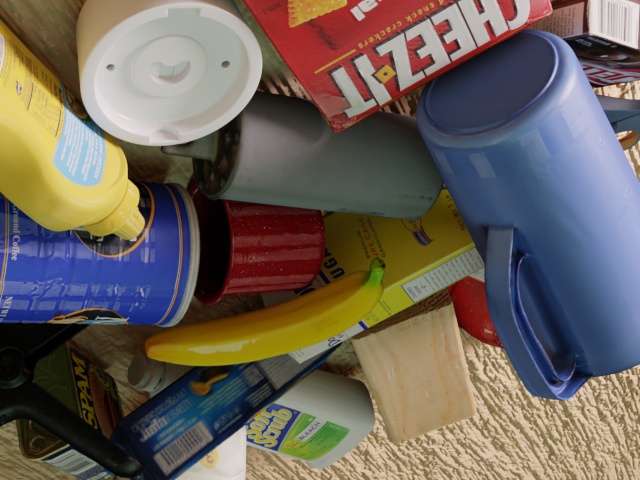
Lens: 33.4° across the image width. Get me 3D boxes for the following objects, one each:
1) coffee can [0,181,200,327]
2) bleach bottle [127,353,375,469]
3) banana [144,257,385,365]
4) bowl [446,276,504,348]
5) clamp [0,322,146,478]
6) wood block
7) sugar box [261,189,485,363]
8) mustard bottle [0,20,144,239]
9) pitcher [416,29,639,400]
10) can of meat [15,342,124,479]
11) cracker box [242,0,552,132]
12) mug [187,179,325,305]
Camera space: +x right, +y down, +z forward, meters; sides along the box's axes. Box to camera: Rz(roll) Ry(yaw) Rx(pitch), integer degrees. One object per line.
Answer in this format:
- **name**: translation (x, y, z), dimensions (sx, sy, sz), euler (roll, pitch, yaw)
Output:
- **coffee can**: translation (-0.166, 0.006, 0.725), dimensions (0.140, 0.103, 0.103), euler (4, 136, -29)
- **bleach bottle**: translation (-0.070, 0.149, 0.986), dimensions (0.250, 0.068, 0.103), euler (20, 130, -38)
- **banana**: translation (-0.032, 0.057, 0.787), dimensions (0.198, 0.037, 0.069), euler (-22, 139, 17)
- **bowl**: translation (0.197, 0.055, 1.005), dimensions (0.162, 0.055, 0.162), euler (-13, 143, -10)
- **clamp**: translation (-0.224, 0.107, 0.798), dimensions (0.210, 0.164, 0.036), euler (-8, 156, -3)
- **wood block**: translation (0.075, 0.089, 0.957), dimensions (0.090, 0.091, 0.206), euler (-21, 144, 0)
- **sugar box**: translation (0.037, 0.015, 0.845), dimensions (0.176, 0.093, 0.048), euler (-28, 142, 7)
- **mustard bottle**: translation (-0.167, -0.061, 0.622), dimensions (0.058, 0.096, 0.191), euler (-29, 133, 16)
- **pitcher**: translation (0.157, -0.015, 0.736), dimensions (0.145, 0.149, 0.242), euler (-31, 128, 7)
- **can of meat**: translation (-0.204, 0.141, 0.877), dimensions (0.057, 0.102, 0.084), euler (-27, 145, 9)
- **cracker box**: translation (0.030, -0.176, 0.621), dimensions (0.164, 0.072, 0.213), euler (-28, 143, 9)
- **mug**: translation (-0.055, 0.001, 0.796), dimensions (0.081, 0.093, 0.117), euler (-3, 168, -31)
